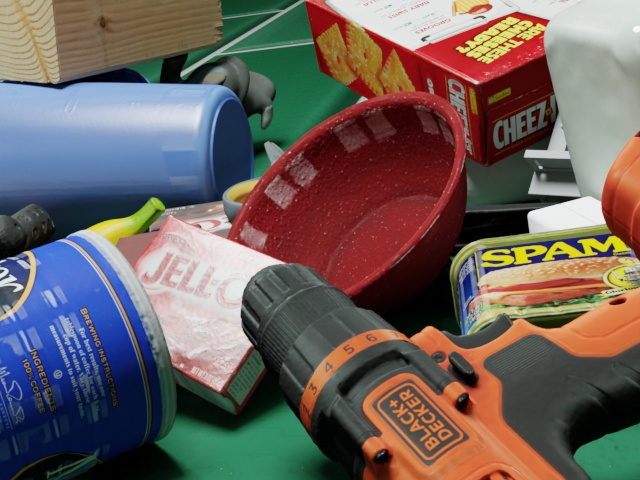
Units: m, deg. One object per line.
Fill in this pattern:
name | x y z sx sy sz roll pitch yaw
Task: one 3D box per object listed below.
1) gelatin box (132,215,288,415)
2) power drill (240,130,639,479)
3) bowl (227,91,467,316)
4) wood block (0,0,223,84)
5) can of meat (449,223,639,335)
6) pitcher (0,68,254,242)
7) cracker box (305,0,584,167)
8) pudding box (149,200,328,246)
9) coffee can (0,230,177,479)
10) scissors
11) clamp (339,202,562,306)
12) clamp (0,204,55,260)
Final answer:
gelatin box | -0.059 0.034 0.531 0.089 0.030 0.073 22 67 29
power drill | 0.079 0.031 0.407 0.187 0.057 0.185 -32 46 -14
bowl | 0.024 -0.007 0.599 0.162 0.055 0.162 -28 36 23
wood block | -0.176 -0.191 0.869 0.090 0.091 0.205 9 21 29
can of meat | 0.113 0.037 0.489 0.102 0.057 0.084 -7 21 8
pitcher | -0.177 -0.068 0.819 0.243 0.149 0.145 0 3 16
cracker box | 0.114 -0.145 0.761 0.164 0.072 0.214 -27 37 -19
pudding box | -0.055 0.001 0.701 0.113 0.039 0.090 -11 18 -5
coffee can | -0.147 0.065 0.455 0.140 0.103 0.103 -21 22 -31
scissors | -0.040 -0.044 0.744 0.096 0.016 0.202 -13 19 -21
clamp | 0.058 -0.001 0.658 0.172 0.039 0.120 6 20 40
clamp | -0.227 0.025 0.665 0.164 0.036 0.210 -35 8 6
